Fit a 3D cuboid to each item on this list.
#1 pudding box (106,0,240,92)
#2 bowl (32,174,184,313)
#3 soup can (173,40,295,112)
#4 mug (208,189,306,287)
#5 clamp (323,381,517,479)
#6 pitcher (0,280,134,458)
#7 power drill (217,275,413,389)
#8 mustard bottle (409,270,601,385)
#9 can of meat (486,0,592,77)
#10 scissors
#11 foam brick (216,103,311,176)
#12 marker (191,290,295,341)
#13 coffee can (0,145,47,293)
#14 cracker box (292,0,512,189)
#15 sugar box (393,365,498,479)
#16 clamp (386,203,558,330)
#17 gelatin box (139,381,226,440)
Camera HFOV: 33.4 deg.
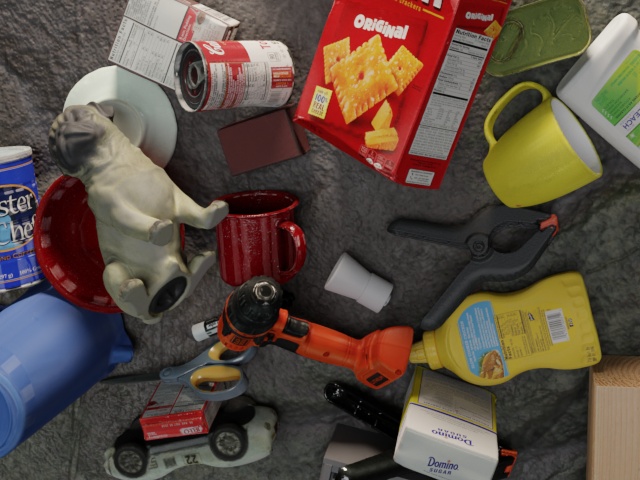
[{"bbox_3d":[-0.151,-0.203,1.091,0.113,0.039,0.090,26,108,5],"label":"pudding box"},{"bbox_3d":[-0.219,-0.006,1.136,0.162,0.055,0.162,0,96,4],"label":"bowl"},{"bbox_3d":[-0.084,-0.162,1.047,0.102,0.069,0.068,-7,107,-32],"label":"soup can"},{"bbox_3d":[-0.057,0.001,1.092,0.117,0.093,0.081,14,115,41],"label":"mug"},{"bbox_3d":[0.101,0.209,1.118,0.209,0.164,0.036,9,116,-16],"label":"clamp"},{"bbox_3d":[-0.313,0.127,1.097,0.149,0.242,0.145,-29,97,16],"label":"pitcher"},{"bbox_3d":[-0.006,0.090,1.068,0.187,0.185,0.057,18,72,-8],"label":"power drill"},{"bbox_3d":[0.182,0.097,1.092,0.192,0.058,0.096,-14,91,14],"label":"mustard bottle"},{"bbox_3d":[0.199,-0.195,1.002,0.102,0.084,0.057,-15,101,14],"label":"can of meat"},{"bbox_3d":[-0.150,0.136,1.179,0.202,0.096,0.016,4,134,39],"label":"scissors"},{"bbox_3d":[-0.058,-0.102,1.090,0.078,0.053,0.051,-16,101,14],"label":"foam brick"},{"bbox_3d":[-0.083,0.081,1.159,0.121,0.020,0.020,-22,99,15],"label":"marker"},{"bbox_3d":[-0.349,-0.023,1.139,0.103,0.102,0.140,-4,104,11],"label":"coffee can"},{"bbox_3d":[0.073,-0.177,0.994,0.164,0.071,0.214,37,115,44],"label":"cracker box"},{"bbox_3d":[0.127,0.186,1.064,0.093,0.176,0.048,19,107,5],"label":"sugar box"},{"bbox_3d":[0.158,0.021,1.074,0.172,0.039,0.120,-13,80,15],"label":"clamp"},{"bbox_3d":[-0.148,0.180,1.159,0.073,0.089,0.030,-9,111,12],"label":"gelatin box"}]
